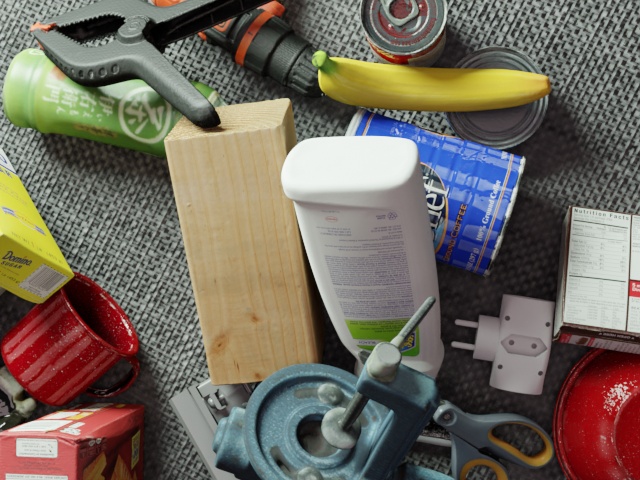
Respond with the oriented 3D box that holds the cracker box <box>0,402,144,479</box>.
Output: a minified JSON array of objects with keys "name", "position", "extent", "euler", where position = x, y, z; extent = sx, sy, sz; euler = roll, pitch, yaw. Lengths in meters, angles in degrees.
[{"name":"cracker box","position":[-0.197,0.249,0.867],"extent":[0.072,0.164,0.214],"euler":[0,89,9]}]

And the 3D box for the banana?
[{"name":"banana","position":[0.080,-0.121,0.845],"extent":[0.197,0.070,0.037],"euler":[2,93,-15]}]

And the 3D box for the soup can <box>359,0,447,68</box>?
[{"name":"soup can","position":[0.069,-0.176,0.869],"extent":[0.068,0.102,0.068],"euler":[0,90,7]}]

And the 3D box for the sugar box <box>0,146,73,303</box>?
[{"name":"sugar box","position":[-0.275,-0.033,0.878],"extent":[0.048,0.093,0.176],"euler":[-39,57,6]}]

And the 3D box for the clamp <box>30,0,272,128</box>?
[{"name":"clamp","position":[-0.135,-0.166,0.861],"extent":[0.210,0.036,0.164],"euler":[12,56,26]}]

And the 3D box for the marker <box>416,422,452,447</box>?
[{"name":"marker","position":[0.074,0.161,0.907],"extent":[0.121,0.020,0.020],"euler":[8,90,7]}]

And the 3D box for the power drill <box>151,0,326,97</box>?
[{"name":"power drill","position":[-0.030,-0.235,0.904],"extent":[0.184,0.057,0.188],"euler":[33,93,6]}]

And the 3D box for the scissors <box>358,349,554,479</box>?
[{"name":"scissors","position":[0.098,0.159,0.866],"extent":[0.201,0.016,0.096],"euler":[21,107,-19]}]

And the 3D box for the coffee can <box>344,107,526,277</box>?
[{"name":"coffee can","position":[0.083,-0.039,0.866],"extent":[0.140,0.102,0.103],"euler":[18,91,6]}]

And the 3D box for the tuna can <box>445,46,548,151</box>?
[{"name":"tuna can","position":[0.146,-0.117,0.894],"extent":[0.086,0.033,0.086],"euler":[0,89,7]}]

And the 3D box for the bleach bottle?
[{"name":"bleach bottle","position":[0.041,0.040,0.833],"extent":[0.103,0.068,0.251],"euler":[1,129,15]}]

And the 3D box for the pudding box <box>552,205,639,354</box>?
[{"name":"pudding box","position":[0.238,0.031,0.860],"extent":[0.090,0.039,0.113],"euler":[8,62,8]}]

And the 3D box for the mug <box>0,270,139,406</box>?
[{"name":"mug","position":[-0.208,0.094,0.915],"extent":[0.081,0.093,0.117],"euler":[-41,122,9]}]

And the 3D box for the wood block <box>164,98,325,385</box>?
[{"name":"wood block","position":[-0.055,0.001,0.854],"extent":[0.090,0.090,0.206],"euler":[-6,110,6]}]
